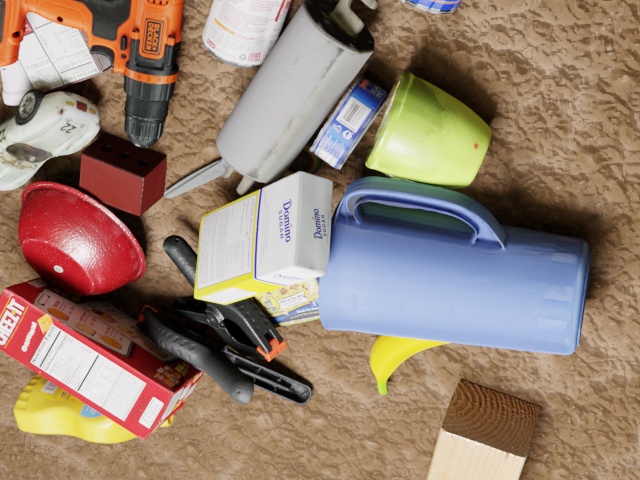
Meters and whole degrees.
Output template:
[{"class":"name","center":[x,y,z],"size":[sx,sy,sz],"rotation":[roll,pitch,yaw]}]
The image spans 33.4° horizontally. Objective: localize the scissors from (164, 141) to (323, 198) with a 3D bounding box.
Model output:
[{"class":"scissors","center":[-0.074,-0.070,1.095],"size":[0.096,0.016,0.202],"rotation":[46,125,-4]}]

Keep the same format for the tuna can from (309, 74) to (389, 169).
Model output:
[{"class":"tuna can","center":[0.027,-0.109,0.986],"size":[0.034,0.086,0.086],"rotation":[34,126,0]}]

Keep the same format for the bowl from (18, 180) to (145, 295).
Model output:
[{"class":"bowl","center":[-0.275,0.011,1.175],"size":[0.162,0.055,0.162],"rotation":[21,145,15]}]

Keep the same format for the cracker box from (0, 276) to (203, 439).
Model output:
[{"class":"cracker box","center":[-0.248,0.125,1.190],"size":[0.214,0.164,0.072],"rotation":[31,97,3]}]

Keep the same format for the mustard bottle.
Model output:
[{"class":"mustard bottle","center":[-0.265,0.202,1.289],"size":[0.192,0.096,0.058],"rotation":[4,120,21]}]

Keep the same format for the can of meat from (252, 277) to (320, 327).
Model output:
[{"class":"can of meat","center":[-0.030,0.039,1.115],"size":[0.102,0.057,0.084],"rotation":[-13,115,30]}]

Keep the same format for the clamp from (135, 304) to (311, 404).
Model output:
[{"class":"clamp","center":[-0.122,0.128,1.170],"size":[0.210,0.164,0.036],"rotation":[26,91,17]}]

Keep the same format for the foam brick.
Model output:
[{"class":"foam brick","center":[-0.210,-0.070,1.132],"size":[0.078,0.053,0.051],"rotation":[21,125,11]}]

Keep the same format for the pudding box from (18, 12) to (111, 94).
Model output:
[{"class":"pudding box","center":[-0.272,-0.213,1.085],"size":[0.090,0.039,0.113],"rotation":[-13,115,27]}]

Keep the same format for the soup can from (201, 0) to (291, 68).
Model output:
[{"class":"soup can","center":[-0.063,-0.217,0.973],"size":[0.068,0.068,0.102],"rotation":[29,126,5]}]

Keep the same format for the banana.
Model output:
[{"class":"banana","center":[0.119,0.101,1.102],"size":[0.198,0.037,0.069],"rotation":[-27,123,35]}]

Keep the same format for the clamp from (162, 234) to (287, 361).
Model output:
[{"class":"clamp","center":[-0.108,0.065,1.139],"size":[0.172,0.039,0.120],"rotation":[25,145,32]}]

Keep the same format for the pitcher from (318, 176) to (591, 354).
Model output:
[{"class":"pitcher","center":[0.125,0.029,0.999],"size":[0.243,0.149,0.145],"rotation":[8,87,15]}]

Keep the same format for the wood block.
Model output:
[{"class":"wood block","center":[0.160,0.265,1.145],"size":[0.091,0.090,0.206],"rotation":[18,124,12]}]

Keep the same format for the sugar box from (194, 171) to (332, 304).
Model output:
[{"class":"sugar box","center":[-0.056,0.002,1.023],"size":[0.048,0.093,0.177],"rotation":[15,160,-36]}]

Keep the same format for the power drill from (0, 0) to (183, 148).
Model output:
[{"class":"power drill","center":[-0.229,-0.189,1.031],"size":[0.187,0.057,0.184],"rotation":[9,112,-7]}]
